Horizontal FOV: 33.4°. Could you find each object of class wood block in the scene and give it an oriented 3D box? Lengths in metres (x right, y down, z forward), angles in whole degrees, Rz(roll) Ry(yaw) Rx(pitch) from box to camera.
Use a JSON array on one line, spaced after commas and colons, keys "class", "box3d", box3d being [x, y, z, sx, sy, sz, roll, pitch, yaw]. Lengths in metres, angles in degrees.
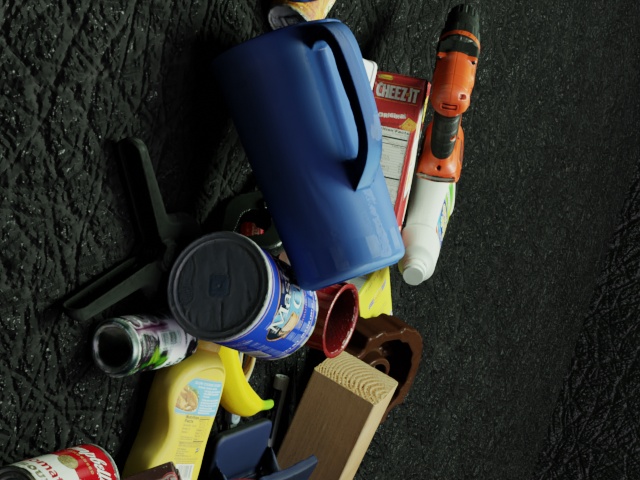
[{"class": "wood block", "box3d": [0.008, 0.255, 1.350, 0.090, 0.091, 0.206, -28, 143, -65]}]

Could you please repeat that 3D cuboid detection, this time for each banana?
[{"class": "banana", "box3d": [-0.099, 0.121, 1.154, 0.069, 0.037, 0.198, -54, 138, -51]}]

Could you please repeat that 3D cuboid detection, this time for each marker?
[{"class": "marker", "box3d": [-0.061, 0.228, 1.340, 0.020, 0.020, 0.121, 0, 104, -65]}]

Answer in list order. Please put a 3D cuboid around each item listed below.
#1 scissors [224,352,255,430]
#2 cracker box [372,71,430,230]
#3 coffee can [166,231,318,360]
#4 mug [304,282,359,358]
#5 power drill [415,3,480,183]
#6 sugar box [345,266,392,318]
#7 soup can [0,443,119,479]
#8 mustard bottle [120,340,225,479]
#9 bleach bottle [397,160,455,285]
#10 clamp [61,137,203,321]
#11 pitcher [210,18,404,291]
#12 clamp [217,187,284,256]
[{"class": "scissors", "box3d": [-0.110, 0.196, 1.222, 0.096, 0.016, 0.202, -3, 106, -63]}, {"class": "cracker box", "box3d": [0.083, -0.102, 1.349, 0.164, 0.072, 0.214, -41, 142, -80]}, {"class": "coffee can", "box3d": [-0.072, 0.057, 1.031, 0.103, 0.103, 0.140, -71, 158, -7]}, {"class": "mug", "box3d": [-0.004, 0.081, 1.299, 0.117, 0.082, 0.093, -47, 144, -45]}, {"class": "power drill", "box3d": [0.162, -0.180, 1.342, 0.188, 0.057, 0.184, 91, 12, -49]}, {"class": "sugar box", "box3d": [0.064, 0.105, 1.502, 0.093, 0.048, 0.176, -53, 147, -37]}, {"class": "soup can", "box3d": [-0.230, 0.216, 0.914, 0.102, 0.069, 0.068, 0, 104, -64]}, {"class": "mustard bottle", "box3d": [-0.141, 0.169, 1.087, 0.096, 0.058, 0.191, 23, 83, -61]}, {"class": "bleach bottle", "box3d": [0.144, -0.015, 1.493, 0.250, 0.068, 0.102, -71, 163, -55]}, {"class": "clamp", "box3d": [-0.159, 0.019, 0.987, 0.164, 0.036, 0.210, -69, 156, -14]}, {"class": "pitcher", "box3d": [-0.001, -0.082, 1.011, 0.149, 0.145, 0.243, -11, 82, -81]}, {"class": "clamp", "box3d": [-0.041, -0.024, 1.131, 0.171, 0.120, 0.039, -49, 164, -37]}]
